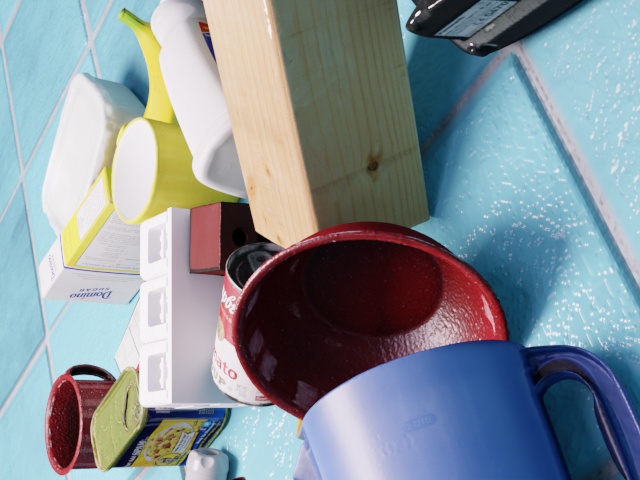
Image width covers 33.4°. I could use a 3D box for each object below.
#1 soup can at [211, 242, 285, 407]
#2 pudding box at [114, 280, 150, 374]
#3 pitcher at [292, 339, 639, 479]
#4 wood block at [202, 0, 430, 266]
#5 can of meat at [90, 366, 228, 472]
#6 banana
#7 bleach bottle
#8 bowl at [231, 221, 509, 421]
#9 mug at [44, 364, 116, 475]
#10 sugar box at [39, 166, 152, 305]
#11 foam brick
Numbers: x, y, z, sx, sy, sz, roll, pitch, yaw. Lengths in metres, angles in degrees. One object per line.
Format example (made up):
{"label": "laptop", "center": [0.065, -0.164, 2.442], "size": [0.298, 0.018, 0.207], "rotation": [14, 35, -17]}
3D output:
{"label": "soup can", "center": [-0.041, 0.062, 0.775], "size": [0.068, 0.068, 0.102], "rotation": [55, 143, 44]}
{"label": "pudding box", "center": [-0.143, 0.096, 0.967], "size": [0.114, 0.039, 0.090], "rotation": [-62, 39, 26]}
{"label": "pitcher", "center": [0.094, 0.177, 0.536], "size": [0.149, 0.144, 0.243], "rotation": [-58, 44, 51]}
{"label": "wood block", "center": [-0.004, -0.102, 0.669], "size": [0.090, 0.090, 0.206], "rotation": [28, 135, 54]}
{"label": "can of meat", "center": [-0.136, 0.152, 0.904], "size": [0.102, 0.083, 0.057], "rotation": [-52, 45, 38]}
{"label": "banana", "center": [-0.159, -0.125, 0.999], "size": [0.037, 0.069, 0.198], "rotation": [-78, 0, -55]}
{"label": "bleach bottle", "center": [-0.088, -0.133, 0.863], "size": [0.068, 0.102, 0.251], "rotation": [-54, 43, 23]}
{"label": "bowl", "center": [0.030, 0.044, 0.641], "size": [0.162, 0.162, 0.055], "rotation": [-56, 16, 35]}
{"label": "mug", "center": [-0.210, 0.165, 1.014], "size": [0.093, 0.081, 0.117], "rotation": [-61, 40, 30]}
{"label": "sugar box", "center": [-0.192, 0.000, 1.004], "size": [0.177, 0.093, 0.048], "rotation": [-42, 51, 45]}
{"label": "foam brick", "center": [-0.055, 0.001, 0.816], "size": [0.051, 0.078, 0.053], "rotation": [-8, 80, 55]}
